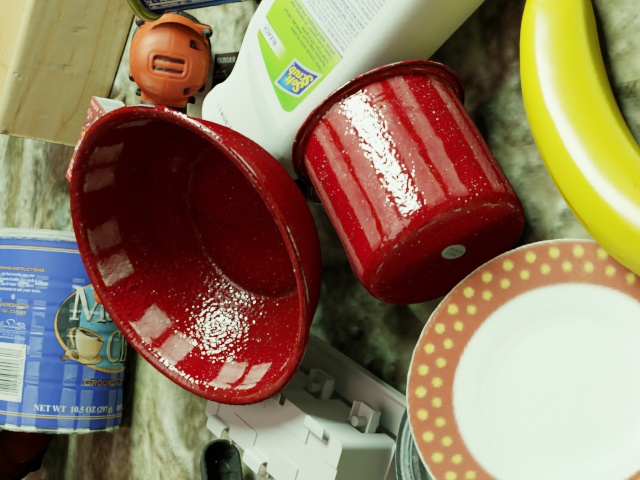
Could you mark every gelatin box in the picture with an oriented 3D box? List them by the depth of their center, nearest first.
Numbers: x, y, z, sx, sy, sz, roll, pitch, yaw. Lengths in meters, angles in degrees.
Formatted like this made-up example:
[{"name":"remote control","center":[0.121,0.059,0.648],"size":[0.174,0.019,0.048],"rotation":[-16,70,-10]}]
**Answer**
[{"name":"gelatin box","center":[-0.162,-0.060,0.826],"size":[0.089,0.030,0.073],"rotation":[46,120,46]}]

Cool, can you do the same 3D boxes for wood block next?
[{"name":"wood block","center":[-0.210,-0.191,0.864],"size":[0.091,0.090,0.206],"rotation":[41,116,47]}]

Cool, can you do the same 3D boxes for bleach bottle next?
[{"name":"bleach bottle","center":[0.012,-0.118,0.544],"size":[0.251,0.067,0.103],"rotation":[-45,58,27]}]

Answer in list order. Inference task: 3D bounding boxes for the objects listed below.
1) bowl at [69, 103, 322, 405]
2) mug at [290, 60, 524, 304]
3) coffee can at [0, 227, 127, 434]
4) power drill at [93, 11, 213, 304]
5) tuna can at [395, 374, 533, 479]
[{"name":"bowl","center":[-0.054,0.001,0.543],"size":[0.162,0.055,0.162],"rotation":[21,125,32]},{"name":"mug","center":[0.039,-0.016,0.513],"size":[0.081,0.093,0.117],"rotation":[65,146,30]},{"name":"coffee can","center":[-0.192,0.065,0.784],"size":[0.103,0.102,0.140],"rotation":[-1,83,53]},{"name":"power drill","center":[-0.108,-0.058,0.704],"size":[0.184,0.057,0.188],"rotation":[-110,27,-75]},{"name":"tuna can","center":[0.073,0.100,0.486],"size":[0.086,0.033,0.086],"rotation":[-13,74,51]}]
